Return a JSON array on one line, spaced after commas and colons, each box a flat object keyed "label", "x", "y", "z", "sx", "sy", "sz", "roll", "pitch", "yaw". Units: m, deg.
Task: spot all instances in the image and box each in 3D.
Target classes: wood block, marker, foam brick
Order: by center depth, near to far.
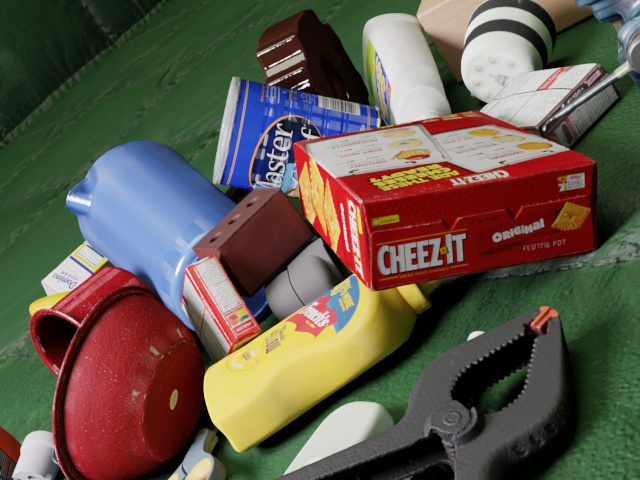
[{"label": "marker", "x": 0.080, "y": 0.102, "z": 0.646, "sx": 0.020, "sy": 0.020, "sz": 0.121, "roll": -18, "pitch": 28, "yaw": 40}, {"label": "foam brick", "x": -0.056, "y": 0.001, "z": 0.874, "sx": 0.078, "sy": 0.051, "sz": 0.053, "roll": -45, "pitch": 22, "yaw": -21}, {"label": "wood block", "x": 0.215, "y": -0.261, "z": 1.108, "sx": 0.206, "sy": 0.090, "sz": 0.090, "roll": -25, "pitch": 23, "yaw": 29}]

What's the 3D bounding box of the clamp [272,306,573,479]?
[{"label": "clamp", "x": 0.080, "y": 0.115, "z": 0.575, "sx": 0.209, "sy": 0.036, "sz": 0.165, "roll": -38, "pitch": 38, "yaw": -25}]

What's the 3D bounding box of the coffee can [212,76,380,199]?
[{"label": "coffee can", "x": -0.024, "y": -0.090, "z": 1.006, "sx": 0.103, "sy": 0.140, "sz": 0.103, "roll": -170, "pitch": 90, "yaw": -82}]

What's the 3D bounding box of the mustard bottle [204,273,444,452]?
[{"label": "mustard bottle", "x": 0.007, "y": 0.072, "z": 0.771, "sx": 0.192, "sy": 0.058, "sz": 0.096, "roll": -34, "pitch": 16, "yaw": 6}]

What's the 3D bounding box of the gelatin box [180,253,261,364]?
[{"label": "gelatin box", "x": -0.081, "y": 0.061, "z": 0.853, "sx": 0.030, "sy": 0.073, "sz": 0.089, "roll": -27, "pitch": -17, "yaw": -20}]

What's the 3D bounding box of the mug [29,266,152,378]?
[{"label": "mug", "x": -0.181, "y": 0.081, "z": 0.926, "sx": 0.117, "sy": 0.093, "sz": 0.081, "roll": 26, "pitch": 45, "yaw": 20}]

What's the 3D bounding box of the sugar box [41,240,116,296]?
[{"label": "sugar box", "x": -0.230, "y": 0.021, "z": 1.212, "sx": 0.048, "sy": 0.093, "sz": 0.176, "roll": 30, "pitch": 63, "yaw": 21}]

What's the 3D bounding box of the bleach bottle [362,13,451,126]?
[{"label": "bleach bottle", "x": 0.089, "y": -0.151, "z": 1.061, "sx": 0.068, "sy": 0.102, "sz": 0.251, "roll": -5, "pitch": 23, "yaw": -2}]

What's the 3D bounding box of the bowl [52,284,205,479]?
[{"label": "bowl", "x": -0.133, "y": 0.117, "z": 0.813, "sx": 0.055, "sy": 0.162, "sz": 0.162, "roll": 9, "pitch": 41, "yaw": 22}]

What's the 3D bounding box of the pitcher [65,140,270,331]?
[{"label": "pitcher", "x": -0.125, "y": -0.002, "z": 1.022, "sx": 0.149, "sy": 0.145, "sz": 0.243, "roll": -37, "pitch": 34, "yaw": -13}]

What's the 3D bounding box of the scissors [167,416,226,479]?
[{"label": "scissors", "x": -0.078, "y": 0.150, "z": 0.788, "sx": 0.096, "sy": 0.016, "sz": 0.201, "roll": -32, "pitch": 17, "yaw": 43}]

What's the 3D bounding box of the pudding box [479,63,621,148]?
[{"label": "pudding box", "x": 0.182, "y": -0.106, "z": 0.904, "sx": 0.090, "sy": 0.039, "sz": 0.114, "roll": -45, "pitch": 20, "yaw": -19}]

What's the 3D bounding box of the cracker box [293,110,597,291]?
[{"label": "cracker box", "x": 0.082, "y": -0.035, "z": 0.788, "sx": 0.164, "sy": 0.072, "sz": 0.214, "roll": -11, "pitch": 18, "yaw": -10}]
